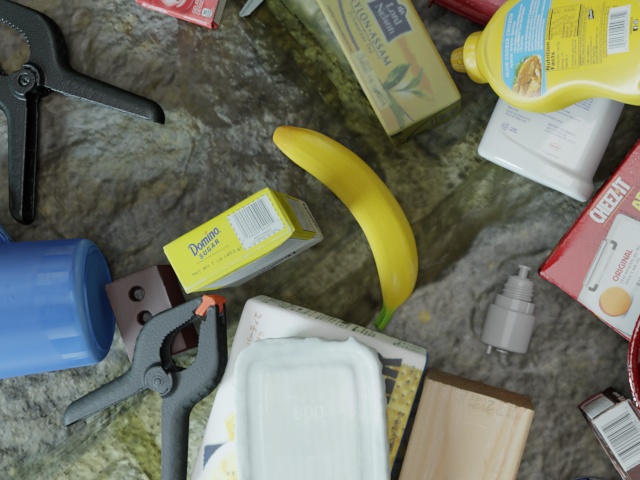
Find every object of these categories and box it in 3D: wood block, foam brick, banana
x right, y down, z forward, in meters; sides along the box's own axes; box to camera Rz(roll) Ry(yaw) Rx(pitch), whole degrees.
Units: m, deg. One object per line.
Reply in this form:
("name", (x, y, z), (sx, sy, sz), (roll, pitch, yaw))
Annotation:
("wood block", (0.103, 0.219, 0.873), (0.090, 0.090, 0.206), (16, 92, 8))
("foam brick", (-0.145, 0.066, 0.926), (0.053, 0.051, 0.078), (-21, 87, 7))
("banana", (0.032, -0.023, 0.912), (0.069, 0.037, 0.198), (-28, 86, 4))

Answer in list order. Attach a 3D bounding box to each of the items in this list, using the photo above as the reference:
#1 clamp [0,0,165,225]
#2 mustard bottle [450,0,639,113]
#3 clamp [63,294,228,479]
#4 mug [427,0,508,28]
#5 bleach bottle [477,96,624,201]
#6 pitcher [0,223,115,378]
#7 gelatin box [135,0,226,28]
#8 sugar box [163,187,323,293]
("clamp", (-0.261, -0.130, 0.951), (0.164, 0.036, 0.210), (-42, 83, 4))
("mustard bottle", (0.179, -0.144, 0.798), (0.192, 0.058, 0.096), (1, 86, 43))
("clamp", (-0.138, 0.114, 0.881), (0.120, 0.039, 0.171), (24, 93, 6))
("mug", (0.149, -0.226, 0.881), (0.081, 0.093, 0.117), (26, 57, 2))
("bleach bottle", (0.223, -0.165, 0.862), (0.103, 0.068, 0.251), (27, 97, 18))
("pitcher", (-0.307, 0.052, 0.914), (0.243, 0.145, 0.149), (-6, 123, 3))
("gelatin box", (-0.114, -0.239, 0.937), (0.073, 0.030, 0.089), (19, 91, 7))
("sugar box", (-0.056, 0.001, 0.853), (0.093, 0.176, 0.048), (-29, 88, 5))
